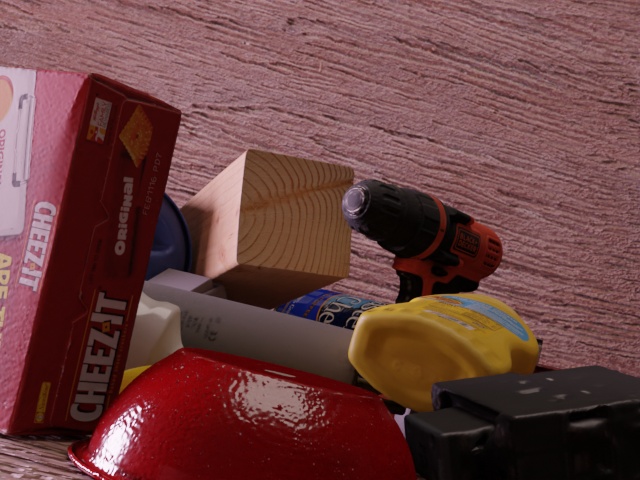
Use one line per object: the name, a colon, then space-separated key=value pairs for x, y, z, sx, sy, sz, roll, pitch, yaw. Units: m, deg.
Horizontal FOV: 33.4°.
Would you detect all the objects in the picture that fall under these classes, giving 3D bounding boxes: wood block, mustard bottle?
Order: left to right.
wood block: x=-0.056 y=0.000 z=0.882 sx=0.090 sy=0.090 sz=0.206 roll=9 pitch=-15 yaw=-20
mustard bottle: x=0.096 y=0.070 z=0.721 sx=0.096 sy=0.058 sz=0.191 roll=20 pitch=10 yaw=21

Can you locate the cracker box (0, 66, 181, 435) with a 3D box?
cracker box: x=-0.181 y=-0.005 z=0.550 sx=0.214 sy=0.164 sz=0.072 roll=11 pitch=-2 yaw=37

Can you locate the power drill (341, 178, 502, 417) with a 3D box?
power drill: x=0.063 y=0.057 z=0.808 sx=0.057 sy=0.187 sz=0.184 roll=13 pitch=-5 yaw=43

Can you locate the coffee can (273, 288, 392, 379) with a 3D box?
coffee can: x=0.034 y=0.101 z=0.940 sx=0.141 sy=0.103 sz=0.102 roll=11 pitch=-4 yaw=39

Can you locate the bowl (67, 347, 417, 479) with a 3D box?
bowl: x=-0.024 y=0.084 z=0.465 sx=0.162 sy=0.055 sz=0.162 roll=14 pitch=-4 yaw=1
